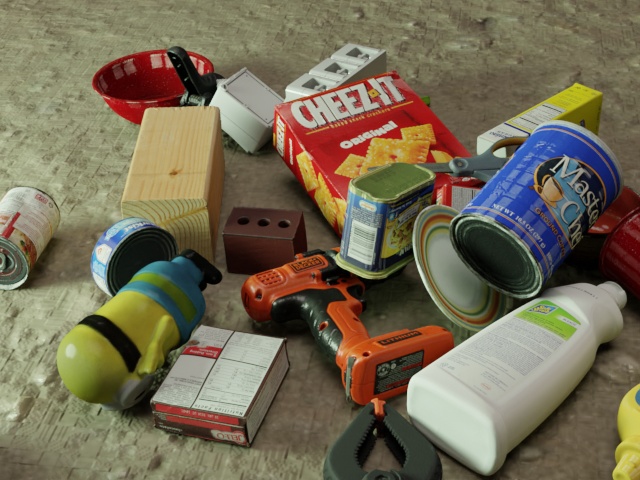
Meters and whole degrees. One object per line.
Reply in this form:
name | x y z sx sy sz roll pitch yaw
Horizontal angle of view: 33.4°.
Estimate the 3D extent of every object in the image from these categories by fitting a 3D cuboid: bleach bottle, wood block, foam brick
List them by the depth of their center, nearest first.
bleach bottle | 0.193 0.103 0.937 0.250 0.068 0.103 -28 42 -35
foam brick | -0.057 0.001 1.115 0.078 0.051 0.053 4 35 10
wood block | -0.159 -0.063 1.186 0.091 0.090 0.206 -2 34 1

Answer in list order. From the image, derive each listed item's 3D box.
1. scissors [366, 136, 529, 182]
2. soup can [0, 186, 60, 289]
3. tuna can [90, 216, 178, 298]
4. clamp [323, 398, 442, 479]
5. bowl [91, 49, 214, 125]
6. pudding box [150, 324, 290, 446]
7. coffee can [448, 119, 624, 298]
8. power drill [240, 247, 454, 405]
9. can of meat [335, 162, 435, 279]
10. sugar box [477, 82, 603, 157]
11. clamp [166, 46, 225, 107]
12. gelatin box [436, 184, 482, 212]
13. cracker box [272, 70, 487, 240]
scissors | 0.155 -0.061 1.075 0.201 0.016 0.096 -15 55 -23
soup can | -0.325 -0.005 1.133 0.068 0.068 0.102 2 34 8
tuna can | -0.186 0.020 1.068 0.086 0.086 0.034 -29 40 -32
clamp | 0.040 0.202 0.824 0.164 0.036 0.210 -6 32 -4
bowl | -0.219 -0.197 1.417 0.162 0.055 0.162 -3 34 2
pudding box | -0.087 0.127 0.946 0.090 0.039 0.113 8 38 16
coffee can | 0.202 -0.030 0.998 0.103 0.103 0.140 26 60 36
power drill | 0.042 0.068 1.007 0.184 0.057 0.188 -17 35 -25
can of meat | 0.064 -0.022 1.026 0.058 0.084 0.101 25 32 30
sugar box | 0.248 -0.103 1.206 0.175 0.093 0.048 -32 43 -34
clamp | -0.154 -0.183 1.329 0.039 0.120 0.171 30 22 20
gelatin box | 0.163 -0.015 1.089 0.089 0.030 0.073 6 77 -11
cracker box | 0.064 -0.088 1.183 0.164 0.072 0.214 -19 50 -20
